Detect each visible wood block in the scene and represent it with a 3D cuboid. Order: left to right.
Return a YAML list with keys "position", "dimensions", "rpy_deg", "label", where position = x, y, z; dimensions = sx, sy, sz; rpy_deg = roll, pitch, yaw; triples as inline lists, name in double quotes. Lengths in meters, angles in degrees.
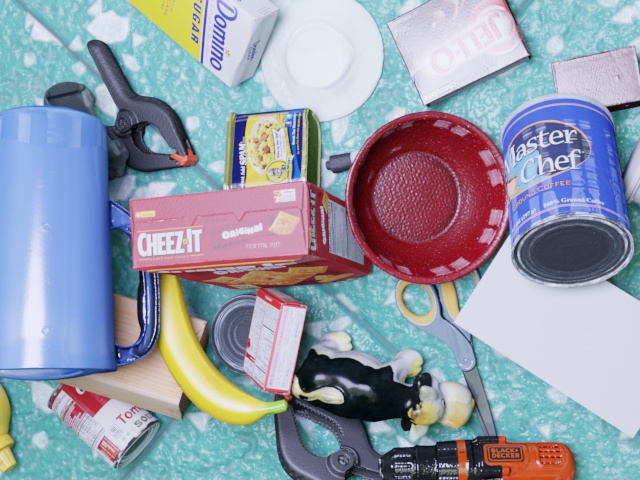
- position: [-0.225, 0.103, 1.079]
  dimensions: [0.206, 0.090, 0.090]
  rpy_deg: [17, 70, 2]
  label: "wood block"

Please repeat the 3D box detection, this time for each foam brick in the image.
- position: [0.255, -0.143, 0.979]
  dimensions: [0.078, 0.053, 0.051]
  rpy_deg: [-10, 89, 17]
  label: "foam brick"

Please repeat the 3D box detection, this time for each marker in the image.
- position: [0.063, -0.087, 1.057]
  dimensions: [0.121, 0.020, 0.020]
  rpy_deg: [-12, 89, 17]
  label: "marker"

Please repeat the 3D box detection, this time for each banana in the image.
- position: [-0.114, 0.108, 1.013]
  dimensions: [0.069, 0.037, 0.198]
  rpy_deg: [-40, 73, -7]
  label: "banana"

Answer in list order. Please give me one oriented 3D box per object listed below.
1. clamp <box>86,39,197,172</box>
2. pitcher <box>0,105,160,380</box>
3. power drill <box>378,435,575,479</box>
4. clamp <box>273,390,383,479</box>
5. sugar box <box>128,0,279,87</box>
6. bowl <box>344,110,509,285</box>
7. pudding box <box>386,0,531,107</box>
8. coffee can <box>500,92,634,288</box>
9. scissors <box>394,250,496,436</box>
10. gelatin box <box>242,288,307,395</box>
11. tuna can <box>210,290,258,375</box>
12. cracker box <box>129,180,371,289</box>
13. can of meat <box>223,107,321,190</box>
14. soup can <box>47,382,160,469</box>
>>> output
- position: [-0.210, -0.118, 1.131]
  dimensions: [0.171, 0.039, 0.120]
  rpy_deg: [42, 114, 14]
  label: "clamp"
- position: [-0.241, 0.006, 0.979]
  dimensions: [0.145, 0.149, 0.243]
  rpy_deg: [-5, 80, 26]
  label: "pitcher"
- position: [0.146, 0.262, 0.963]
  dimensions: [0.184, 0.057, 0.187]
  rpy_deg: [-3, 47, 4]
  label: "power drill"
- position: [0.017, 0.230, 1.041]
  dimensions: [0.210, 0.036, 0.164]
  rpy_deg: [41, 59, 17]
  label: "clamp"
- position: [-0.129, -0.245, 1.076]
  dimensions: [0.176, 0.048, 0.093]
  rpy_deg: [42, 138, 14]
  label: "sugar box"
- position: [0.097, -0.041, 1.013]
  dimensions: [0.162, 0.055, 0.162]
  rpy_deg: [-1, 93, -9]
  label: "bowl"
- position: [0.133, -0.191, 1.021]
  dimensions: [0.114, 0.039, 0.090]
  rpy_deg: [-25, 85, 16]
  label: "pudding box"
- position: [0.214, -0.044, 0.937]
  dimensions: [0.103, 0.102, 0.140]
  rpy_deg: [-10, 50, 17]
  label: "coffee can"
- position: [0.123, 0.111, 1.048]
  dimensions: [0.096, 0.016, 0.202]
  rpy_deg: [-2, 91, 14]
  label: "scissors"
- position: [-0.045, 0.097, 1.033]
  dimensions: [0.030, 0.073, 0.089]
  rpy_deg: [9, 95, -22]
  label: "gelatin box"
- position: [-0.069, 0.096, 1.097]
  dimensions: [0.086, 0.033, 0.086]
  rpy_deg: [1, 93, 17]
  label: "tuna can"
- position: [-0.057, 0.001, 0.994]
  dimensions: [0.164, 0.213, 0.072]
  rpy_deg: [-6, 82, 17]
  label: "cracker box"
- position: [-0.046, -0.080, 1.061]
  dimensions: [0.084, 0.057, 0.102]
  rpy_deg: [-4, 70, 15]
  label: "can of meat"
- position: [-0.229, 0.185, 1.132]
  dimensions: [0.102, 0.068, 0.068]
  rpy_deg: [40, 102, 11]
  label: "soup can"
